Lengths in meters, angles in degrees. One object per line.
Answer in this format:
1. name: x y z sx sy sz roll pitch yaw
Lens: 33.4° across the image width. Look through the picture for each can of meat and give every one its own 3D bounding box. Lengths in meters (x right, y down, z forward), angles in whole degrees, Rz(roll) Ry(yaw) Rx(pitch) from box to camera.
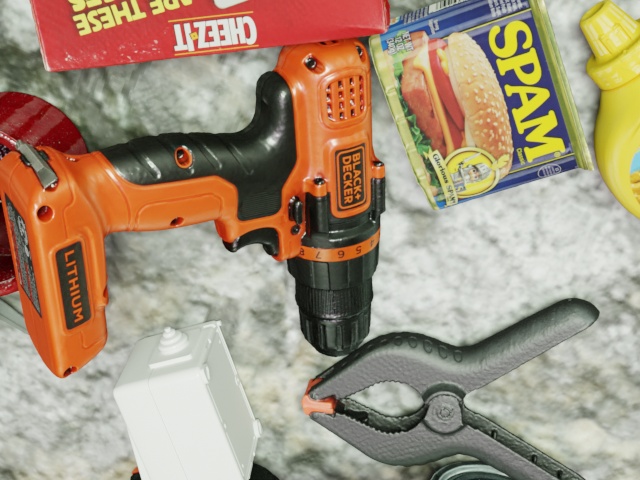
1. can of meat: 0.079 -0.072 0.527 0.084 0.057 0.102 -17 110 14

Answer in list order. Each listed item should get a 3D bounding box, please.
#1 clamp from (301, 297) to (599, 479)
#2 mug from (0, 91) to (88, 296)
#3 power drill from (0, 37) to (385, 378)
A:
1. clamp: 0.078 0.100 0.606 0.171 0.039 0.120 -8 96 14
2. mug: -0.170 -0.018 0.556 0.093 0.081 0.117 11 113 0
3. power drill: -0.053 0.001 0.527 0.187 0.057 0.184 -19 122 -26
